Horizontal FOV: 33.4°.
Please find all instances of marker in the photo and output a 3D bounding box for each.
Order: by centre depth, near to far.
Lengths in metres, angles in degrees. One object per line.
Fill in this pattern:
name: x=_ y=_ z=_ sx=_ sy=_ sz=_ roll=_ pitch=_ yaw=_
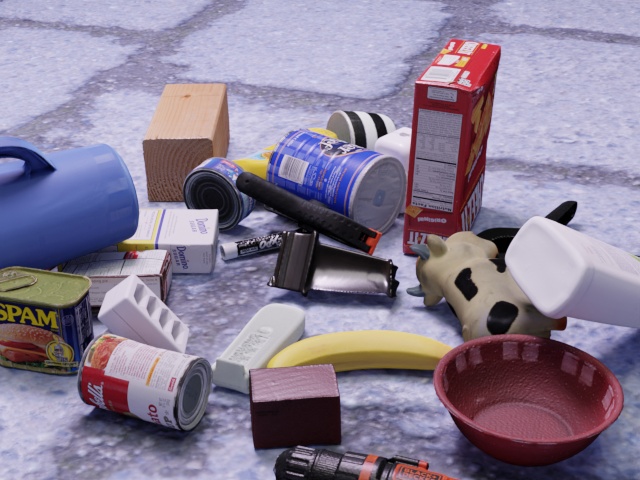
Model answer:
marker: x=-0.058 y=0.002 z=1.248 sx=0.121 sy=0.020 sz=0.020 roll=-13 pitch=30 yaw=-22

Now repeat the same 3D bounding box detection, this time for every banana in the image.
banana: x=0.031 y=0.114 z=1.015 sx=0.197 sy=0.037 sz=0.070 roll=-8 pitch=35 yaw=-15

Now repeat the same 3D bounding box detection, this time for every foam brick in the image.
foam brick: x=-0.023 y=0.145 z=0.936 sx=0.078 sy=0.053 sz=0.051 roll=-2 pitch=27 yaw=-5

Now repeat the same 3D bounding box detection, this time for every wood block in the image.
wood block: x=-0.177 y=-0.136 z=1.438 sx=0.091 sy=0.090 sz=0.206 roll=-1 pitch=28 yaw=1

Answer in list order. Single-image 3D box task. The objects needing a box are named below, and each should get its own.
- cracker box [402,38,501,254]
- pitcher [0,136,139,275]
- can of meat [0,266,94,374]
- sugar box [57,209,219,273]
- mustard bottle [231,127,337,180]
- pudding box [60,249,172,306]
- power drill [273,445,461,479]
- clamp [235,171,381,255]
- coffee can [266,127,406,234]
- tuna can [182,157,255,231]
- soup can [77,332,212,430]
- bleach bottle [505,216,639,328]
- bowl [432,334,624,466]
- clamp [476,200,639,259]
cracker box: x=0.155 y=-0.108 z=1.246 sx=0.072 sy=0.214 sz=0.164 roll=11 pitch=30 yaw=16
pitcher: x=-0.314 y=-0.029 z=1.088 sx=0.242 sy=0.145 sz=0.149 roll=-19 pitch=1 yaw=-27
can of meat: x=-0.270 y=0.078 z=1.032 sx=0.102 sy=0.084 sz=0.057 roll=7 pitch=29 yaw=14
sugar box: x=-0.207 y=0.000 z=1.226 sx=0.176 sy=0.048 sz=0.093 roll=3 pitch=27 yaw=-2
mustard bottle: x=-0.068 y=-0.092 z=1.381 sx=0.096 sy=0.058 sz=0.191 roll=0 pitch=20 yaw=46
pudding box: x=-0.218 y=0.041 z=1.139 sx=0.113 sy=0.039 sz=0.090 roll=-3 pitch=17 yaw=-1
power drill: x=0.030 y=0.224 z=0.777 sx=0.185 sy=0.057 sz=0.187 roll=9 pitch=29 yaw=16
clamp: x=-0.011 y=-0.028 z=1.221 sx=0.171 sy=0.039 sz=0.120 roll=27 pitch=3 yaw=9
coffee can: x=0.019 y=-0.071 z=1.296 sx=0.140 sy=0.103 sz=0.102 roll=22 pitch=35 yaw=36
tuna can: x=-0.123 y=-0.055 z=1.286 sx=0.086 sy=0.086 sz=0.033 roll=13 pitch=32 yaw=23
soup can: x=-0.156 y=0.126 z=0.957 sx=0.102 sy=0.068 sz=0.068 roll=11 pitch=30 yaw=20
bleach bottle: x=0.297 y=0.048 z=1.028 sx=0.250 sy=0.068 sz=0.103 roll=16 pitch=27 yaw=-34
bowl: x=0.178 y=0.146 z=0.928 sx=0.162 sy=0.055 sz=0.162 roll=0 pitch=27 yaw=0
clamp: x=0.244 y=0.005 z=1.220 sx=0.209 sy=0.036 sz=0.164 roll=-6 pitch=28 yaw=-10
